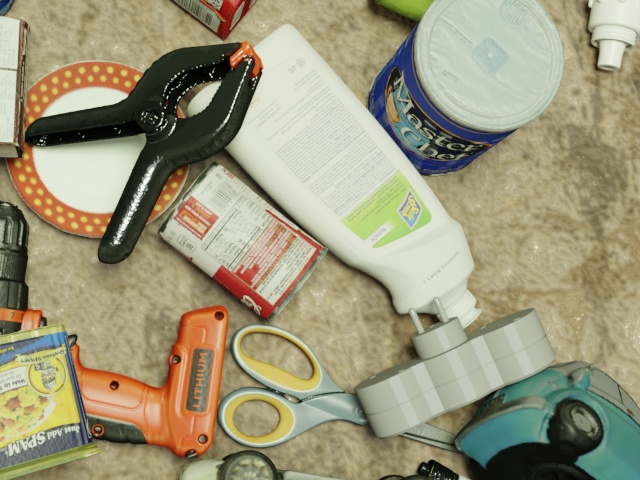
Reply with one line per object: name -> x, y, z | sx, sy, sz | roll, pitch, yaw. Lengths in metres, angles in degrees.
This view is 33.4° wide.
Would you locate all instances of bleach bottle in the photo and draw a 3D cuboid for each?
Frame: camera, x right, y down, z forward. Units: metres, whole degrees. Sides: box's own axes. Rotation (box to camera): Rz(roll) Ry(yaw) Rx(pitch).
bleach bottle -> 0.021, -0.030, 0.776 | 0.102, 0.068, 0.251 | -40, 94, -6

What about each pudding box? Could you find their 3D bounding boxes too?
pudding box -> -0.249, -0.102, 0.693 | 0.113, 0.039, 0.090 | 2, 82, -8

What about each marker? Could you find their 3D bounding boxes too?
marker -> 0.126, 0.192, 0.781 | 0.121, 0.020, 0.020 | 28, 77, -6

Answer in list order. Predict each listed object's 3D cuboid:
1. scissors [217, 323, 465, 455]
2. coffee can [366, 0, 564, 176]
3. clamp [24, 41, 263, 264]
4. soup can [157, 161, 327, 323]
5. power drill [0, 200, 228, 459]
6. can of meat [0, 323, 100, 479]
scissors -> 0.013, 0.136, 0.771 | 0.201, 0.016, 0.096 | 35, 78, -4
coffee can -> 0.098, -0.110, 0.763 | 0.102, 0.140, 0.103 | 2, 80, -11
clamp -> -0.107, -0.065, 0.715 | 0.171, 0.039, 0.120 | -29, 78, 8
soup can -> -0.055, 0.001, 0.753 | 0.102, 0.068, 0.068 | 39, 76, -2
power drill -> -0.160, 0.072, 0.728 | 0.187, 0.057, 0.184 | 7, 84, -7
can of meat -> -0.194, 0.102, 0.648 | 0.101, 0.058, 0.084 | -11, 84, -36
